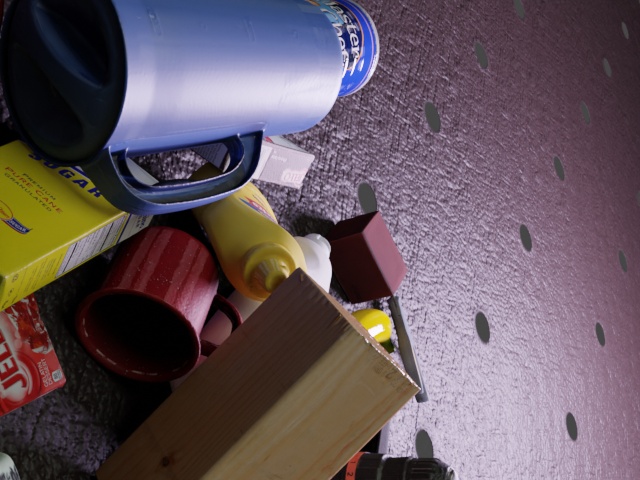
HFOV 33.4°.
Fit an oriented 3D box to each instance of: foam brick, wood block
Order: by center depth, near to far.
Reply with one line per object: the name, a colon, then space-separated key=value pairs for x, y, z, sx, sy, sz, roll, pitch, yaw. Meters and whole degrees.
wood block: x=-0.045 y=0.132 z=0.744 sx=0.090 sy=0.206 sz=0.091 roll=44 pitch=2 yaw=-39
foam brick: x=0.045 y=0.018 z=1.095 sx=0.078 sy=0.053 sz=0.051 roll=63 pitch=33 yaw=-19

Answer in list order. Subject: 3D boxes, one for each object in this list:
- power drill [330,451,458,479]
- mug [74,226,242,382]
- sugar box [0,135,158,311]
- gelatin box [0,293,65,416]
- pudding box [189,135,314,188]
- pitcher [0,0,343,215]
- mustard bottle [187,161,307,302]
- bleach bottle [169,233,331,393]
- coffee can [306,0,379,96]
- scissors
power drill: x=0.044 y=0.249 z=0.881 sx=0.057 sy=0.185 sz=0.187 roll=-59 pitch=135 yaw=-50
mug: x=-0.112 y=0.048 z=0.785 sx=0.117 sy=0.093 sz=0.081 roll=22 pitch=41 yaw=-4
sugar box: x=-0.190 y=-0.021 z=0.710 sx=0.093 sy=0.048 sz=0.176 roll=37 pitch=35 yaw=8
gelatin box: x=-0.211 y=0.067 z=0.688 sx=0.073 sy=0.030 sz=0.089 roll=-26 pitch=98 yaw=-58
pudding box: x=-0.072 y=-0.086 z=0.924 sx=0.113 sy=0.090 sz=0.039 roll=12 pitch=109 yaw=-57
pitcher: x=-0.093 y=-0.117 z=0.772 sx=0.242 sy=0.145 sz=0.149 roll=-10 pitch=123 yaw=-49
mustard bottle: x=-0.055 y=0.001 z=0.842 sx=0.096 sy=0.058 sz=0.192 roll=50 pitch=1 yaw=-23
bleach bottle: x=-0.044 y=0.066 z=0.915 sx=0.250 sy=0.068 sz=0.102 roll=-61 pitch=145 yaw=-52
coffee can: x=-0.018 y=-0.184 z=1.038 sx=0.140 sy=0.103 sz=0.103 roll=-24 pitch=97 yaw=-58
scissors: x=0.081 y=0.079 z=1.132 sx=0.096 sy=0.016 sz=0.202 roll=-42 pitch=115 yaw=-84
